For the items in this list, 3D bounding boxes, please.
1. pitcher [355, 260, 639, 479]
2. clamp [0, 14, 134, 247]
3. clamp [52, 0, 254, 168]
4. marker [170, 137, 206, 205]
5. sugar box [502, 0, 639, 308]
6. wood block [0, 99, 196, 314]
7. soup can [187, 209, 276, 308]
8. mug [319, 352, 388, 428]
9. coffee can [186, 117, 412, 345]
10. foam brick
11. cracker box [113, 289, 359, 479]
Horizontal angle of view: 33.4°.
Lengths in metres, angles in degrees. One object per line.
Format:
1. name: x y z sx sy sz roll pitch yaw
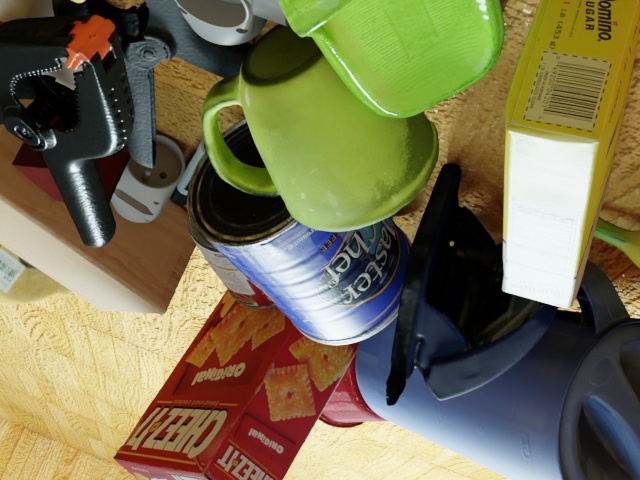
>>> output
1. pitcher: 0.133 0.095 0.771 0.144 0.149 0.243 33 167 -32
2. clamp: -0.172 -0.078 0.620 0.164 0.036 0.210 33 150 -8
3. clamp: -0.100 -0.108 0.601 0.120 0.039 0.171 -31 129 20
4. marker: -0.094 -0.050 0.796 0.020 0.020 0.121 26 158 -11
5. sugar box: 0.120 -0.044 0.516 0.048 0.093 0.176 14 158 18
6. wood block: -0.204 -0.028 0.857 0.091 0.090 0.205 0 150 42
7. soup can: -0.055 0.001 0.816 0.069 0.068 0.102 13 156 20
8. mug: 0.048 0.122 0.925 0.117 0.093 0.082 38 156 -17
9. coffee can: -0.009 -0.006 0.709 0.103 0.102 0.140 7 154 33
10. foam brick: -0.166 -0.069 0.742 0.053 0.078 0.051 8 156 32
11. cracker box: -0.060 0.114 0.885 0.072 0.213 0.164 44 152 -22
